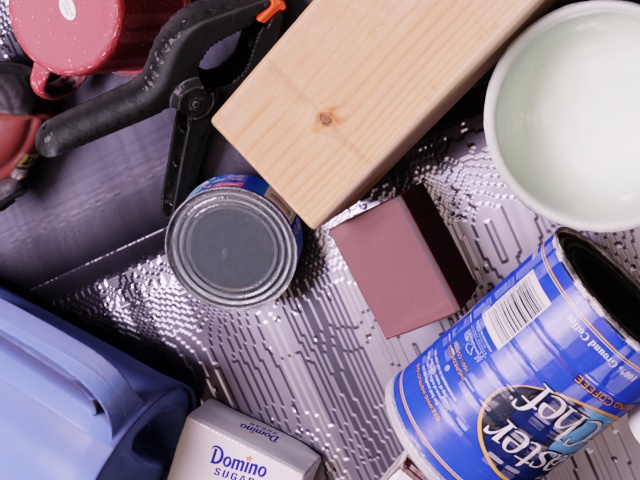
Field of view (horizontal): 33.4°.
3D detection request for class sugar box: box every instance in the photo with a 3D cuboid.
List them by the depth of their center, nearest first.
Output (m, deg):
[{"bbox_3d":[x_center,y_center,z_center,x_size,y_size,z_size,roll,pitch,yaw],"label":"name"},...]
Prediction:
[{"bbox_3d":[-0.071,0.209,0.749,0.093,0.048,0.176,25,107,14],"label":"sugar box"}]

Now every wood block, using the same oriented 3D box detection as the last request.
[{"bbox_3d":[0.046,-0.114,0.604,0.091,0.090,0.206,47,113,4],"label":"wood block"}]

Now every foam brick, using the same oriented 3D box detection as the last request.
[{"bbox_3d":[0.052,0.012,0.652,0.051,0.053,0.078,-27,91,24],"label":"foam brick"}]

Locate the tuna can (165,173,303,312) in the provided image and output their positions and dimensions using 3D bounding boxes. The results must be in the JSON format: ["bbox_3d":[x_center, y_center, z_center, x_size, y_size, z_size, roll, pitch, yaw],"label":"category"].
[{"bbox_3d":[-0.055,0.001,0.689,0.086,0.033,0.086,3,112,8],"label":"tuna can"}]

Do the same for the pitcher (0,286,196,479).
[{"bbox_3d":[-0.216,0.095,0.729,0.243,0.144,0.149,28,100,15],"label":"pitcher"}]

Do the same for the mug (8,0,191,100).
[{"bbox_3d":[-0.147,-0.138,0.675,0.093,0.081,0.117,43,113,7],"label":"mug"}]

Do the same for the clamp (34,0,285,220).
[{"bbox_3d":[-0.093,-0.093,0.657,0.172,0.120,0.039,-55,49,19],"label":"clamp"}]

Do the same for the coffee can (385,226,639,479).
[{"bbox_3d":[0.121,0.076,0.613,0.103,0.102,0.140,46,113,5],"label":"coffee can"}]
